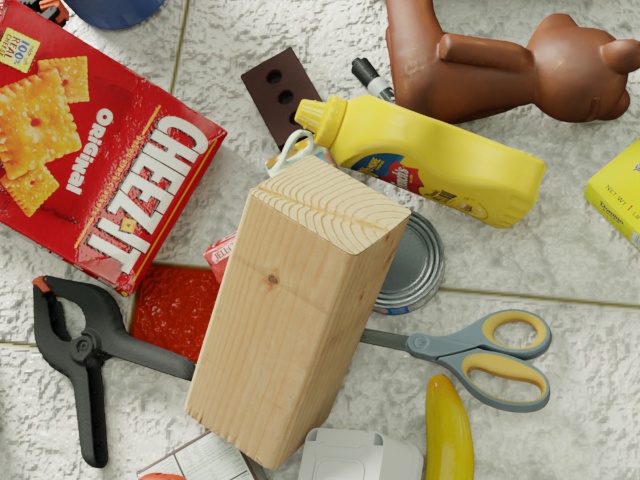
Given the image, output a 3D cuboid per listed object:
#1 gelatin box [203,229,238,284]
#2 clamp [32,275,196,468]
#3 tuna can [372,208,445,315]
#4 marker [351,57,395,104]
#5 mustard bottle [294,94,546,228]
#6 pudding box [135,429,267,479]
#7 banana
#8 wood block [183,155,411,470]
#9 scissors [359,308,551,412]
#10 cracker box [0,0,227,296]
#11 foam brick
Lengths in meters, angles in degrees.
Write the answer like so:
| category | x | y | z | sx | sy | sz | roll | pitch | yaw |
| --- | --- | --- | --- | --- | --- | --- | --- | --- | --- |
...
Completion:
| category | x | y | z | sx | sy | sz | roll | pitch | yaw |
| --- | --- | --- | --- | --- | --- | --- | --- | --- | --- |
| gelatin box | -0.056 | 0.001 | 0.871 | 0.073 | 0.089 | 0.030 | -29 | 94 | 1 |
| clamp | -0.180 | 0.089 | 0.894 | 0.120 | 0.039 | 0.171 | -33 | 72 | 3 |
| tuna can | 0.059 | 0.017 | 0.875 | 0.086 | 0.033 | 0.086 | -3 | 74 | 9 |
| marker | 0.066 | -0.113 | 0.920 | 0.020 | 0.020 | 0.121 | -37 | 71 | -2 |
| mustard bottle | 0.072 | -0.068 | 0.835 | 0.191 | 0.096 | 0.058 | 21 | 80 | -7 |
| pudding box | -0.083 | 0.212 | 0.843 | 0.090 | 0.039 | 0.113 | -30 | 73 | 1 |
| banana | 0.080 | 0.203 | 0.817 | 0.070 | 0.037 | 0.197 | 22 | 79 | 15 |
| wood block | -0.021 | 0.056 | 0.790 | 0.091 | 0.090 | 0.206 | 31 | 124 | 17 |
| scissors | 0.095 | 0.073 | 0.854 | 0.202 | 0.016 | 0.096 | 24 | 59 | 22 |
| cracker box | -0.210 | -0.075 | 0.885 | 0.213 | 0.072 | 0.164 | 31 | 81 | -11 |
| foam brick | -0.025 | -0.114 | 0.919 | 0.053 | 0.051 | 0.078 | -30 | 72 | 1 |
